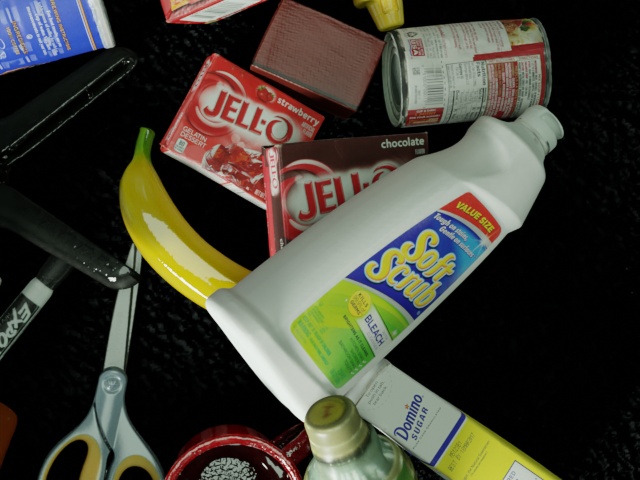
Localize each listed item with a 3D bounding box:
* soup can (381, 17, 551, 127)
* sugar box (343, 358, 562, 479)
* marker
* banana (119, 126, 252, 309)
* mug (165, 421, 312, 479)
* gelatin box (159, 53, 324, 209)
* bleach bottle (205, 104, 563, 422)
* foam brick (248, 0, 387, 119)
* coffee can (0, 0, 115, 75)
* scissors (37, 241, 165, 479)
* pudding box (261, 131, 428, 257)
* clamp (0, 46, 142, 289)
[{"bbox_3d":[0.098,-0.114,0.729,0.102,0.068,0.068,-6,90,-7],"label":"soup can"},{"bbox_3d":[0.094,0.140,0.714,0.176,0.093,0.048,38,83,-6],"label":"sugar box"},{"bbox_3d":[-0.206,0.054,0.716,0.020,0.020,0.121,39,85,-5],"label":"marker"},{"bbox_3d":[-0.070,0.012,0.724,0.198,0.037,0.069,44,85,-5],"label":"banana"},{"bbox_3d":[-0.050,0.159,0.702,0.117,0.081,0.093,-41,94,-5],"label":"mug"},{"bbox_3d":[-0.053,-0.073,0.720,0.089,0.030,0.073,29,83,-19],"label":"gelatin box"},{"bbox_3d":[0.054,-0.004,0.672,0.250,0.068,0.102,-41,127,-12],"label":"bleach bottle"},{"bbox_3d":[-0.004,-0.122,0.725,0.078,0.053,0.051,23,87,-7],"label":"foam brick"},{"bbox_3d":[-0.212,-0.155,0.675,0.140,0.103,0.103,-17,92,-7],"label":"coffee can"},{"bbox_3d":[-0.127,0.111,0.727,0.096,0.016,0.202,25,87,-8],"label":"scissors"},{"bbox_3d":[0.019,-0.024,0.716,0.113,0.039,0.090,-8,98,-25],"label":"pudding box"},{"bbox_3d":[-0.213,-0.053,0.699,0.210,0.036,0.164,3,74,3],"label":"clamp"}]
